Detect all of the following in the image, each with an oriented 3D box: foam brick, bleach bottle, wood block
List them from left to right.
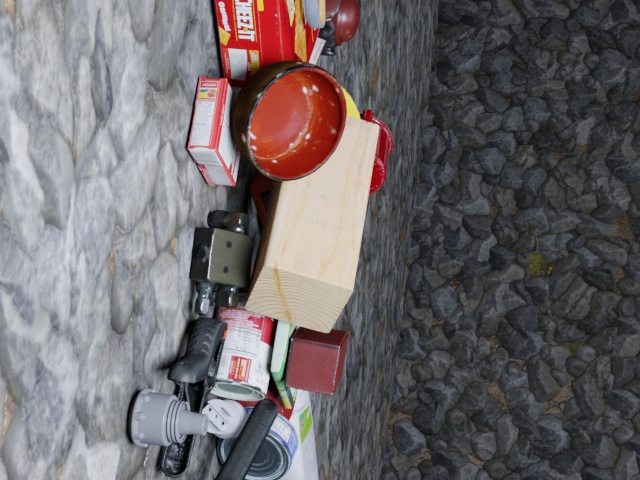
[{"bbox_3d":[-0.039,0.256,1.425,0.102,0.068,0.251,-64,155,-64],"label":"bleach bottle"},{"bbox_3d":[-0.007,-0.025,1.072,0.091,0.090,0.206,117,-13,-54],"label":"wood block"},{"bbox_3d":[-0.004,0.121,1.098,0.078,0.053,0.051,-36,135,-80],"label":"foam brick"}]

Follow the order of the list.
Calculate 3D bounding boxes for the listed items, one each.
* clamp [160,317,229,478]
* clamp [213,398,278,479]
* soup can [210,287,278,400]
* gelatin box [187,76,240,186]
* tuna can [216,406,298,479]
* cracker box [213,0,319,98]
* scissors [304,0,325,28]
[{"bbox_3d":[-0.114,0.118,0.978,0.171,0.039,0.120,-80,-176,-51],"label":"clamp"},{"bbox_3d":[-0.106,0.275,1.067,0.209,0.036,0.165,-53,163,-51],"label":"clamp"},{"bbox_3d":[-0.080,0.106,1.093,0.068,0.068,0.102,72,26,-66],"label":"soup can"},{"bbox_3d":[-0.097,-0.100,1.002,0.089,0.030,0.073,68,28,-69],"label":"gelatin box"},{"bbox_3d":[-0.069,0.224,1.165,0.033,0.086,0.086,-67,160,-56],"label":"tuna can"},{"bbox_3d":[-0.047,-0.240,1.094,0.213,0.072,0.164,-75,167,-46],"label":"cracker box"},{"bbox_3d":[-0.014,-0.246,1.019,0.201,0.016,0.096,-57,148,-70],"label":"scissors"}]
